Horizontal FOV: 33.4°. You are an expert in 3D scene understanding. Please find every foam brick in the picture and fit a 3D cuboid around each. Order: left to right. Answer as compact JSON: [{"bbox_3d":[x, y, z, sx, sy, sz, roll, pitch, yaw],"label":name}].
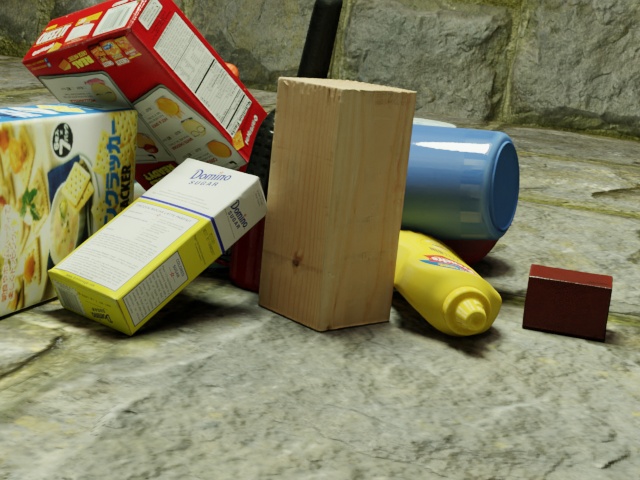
[{"bbox_3d":[0.230,0.057,0.993,0.078,0.051,0.053,9,14,14],"label":"foam brick"}]

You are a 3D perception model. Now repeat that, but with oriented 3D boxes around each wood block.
[{"bbox_3d":[0.013,-0.035,0.942,0.090,0.206,0.091,-5,17,-41],"label":"wood block"}]

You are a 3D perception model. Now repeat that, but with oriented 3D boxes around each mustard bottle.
[{"bbox_3d":[0.112,0.043,0.973,0.096,0.058,0.192,24,9,-15],"label":"mustard bottle"}]

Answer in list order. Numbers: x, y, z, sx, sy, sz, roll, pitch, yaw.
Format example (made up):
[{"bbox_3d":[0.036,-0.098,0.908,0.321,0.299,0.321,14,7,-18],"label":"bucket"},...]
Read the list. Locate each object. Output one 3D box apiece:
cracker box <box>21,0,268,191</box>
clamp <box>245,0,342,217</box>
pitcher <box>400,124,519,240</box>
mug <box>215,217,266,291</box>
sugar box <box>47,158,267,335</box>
[{"bbox_3d":[-0.157,-0.135,1.037,0.164,0.072,0.213,-6,-42,41],"label":"cracker box"},{"bbox_3d":[-0.014,-0.116,0.990,0.036,0.164,0.209,18,58,32],"label":"clamp"},{"bbox_3d":[0.080,-0.063,1.111,0.243,0.145,0.149,5,53,27],"label":"pitcher"},{"bbox_3d":[-0.057,0.001,1.033,0.117,0.081,0.093,5,13,-5],"label":"mug"},{"bbox_3d":[-0.135,0.001,0.905,0.093,0.048,0.176,17,45,38],"label":"sugar box"}]
